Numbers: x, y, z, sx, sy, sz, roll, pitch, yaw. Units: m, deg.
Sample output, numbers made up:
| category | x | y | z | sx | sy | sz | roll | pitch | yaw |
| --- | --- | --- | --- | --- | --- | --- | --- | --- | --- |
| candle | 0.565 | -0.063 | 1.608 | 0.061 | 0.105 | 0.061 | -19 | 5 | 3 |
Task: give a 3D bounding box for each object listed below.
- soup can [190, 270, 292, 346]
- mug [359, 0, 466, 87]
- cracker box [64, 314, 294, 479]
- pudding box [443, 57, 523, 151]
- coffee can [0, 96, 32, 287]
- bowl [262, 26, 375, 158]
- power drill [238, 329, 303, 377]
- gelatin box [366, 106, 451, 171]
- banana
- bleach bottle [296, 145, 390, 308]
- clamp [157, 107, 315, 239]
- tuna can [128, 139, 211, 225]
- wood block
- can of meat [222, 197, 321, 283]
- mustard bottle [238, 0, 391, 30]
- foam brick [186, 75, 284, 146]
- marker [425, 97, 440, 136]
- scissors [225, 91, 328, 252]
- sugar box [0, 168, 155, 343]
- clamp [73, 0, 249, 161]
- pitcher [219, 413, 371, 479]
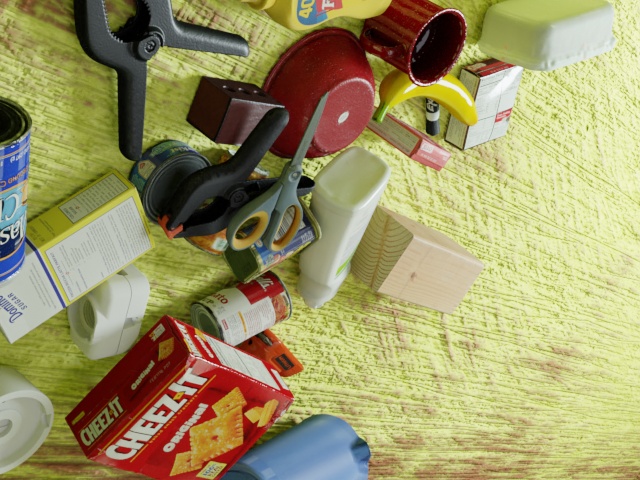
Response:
| category | x | y | z | sx | sy | sz | roll | pitch | yaw |
| --- | --- | --- | --- | --- | --- | --- | --- | --- | --- |
| soup can | -0.094 | 0.084 | 1.261 | 0.102 | 0.069 | 0.068 | -26 | 138 | -31 |
| mug | 0.093 | -0.225 | 1.178 | 0.117 | 0.082 | 0.093 | -25 | 137 | -34 |
| cracker box | -0.150 | 0.190 | 1.195 | 0.164 | 0.072 | 0.213 | -46 | 143 | 7 |
| pudding box | 0.213 | -0.180 | 1.394 | 0.089 | 0.039 | 0.113 | -20 | 133 | -36 |
| coffee can | -0.296 | -0.040 | 0.890 | 0.102 | 0.103 | 0.140 | -17 | 133 | -39 |
| bowl | 0.008 | -0.150 | 1.176 | 0.161 | 0.055 | 0.162 | -29 | 140 | -28 |
| power drill | -0.110 | 0.201 | 1.356 | 0.187 | 0.057 | 0.184 | -45 | 146 | -9 |
| gelatin box | 0.104 | -0.122 | 1.278 | 0.073 | 0.089 | 0.030 | 18 | 107 | -53 |
| banana | 0.128 | -0.174 | 1.269 | 0.197 | 0.037 | 0.070 | -4 | 114 | -45 |
| bleach bottle | 0.012 | 0.004 | 1.278 | 0.102 | 0.068 | 0.251 | -46 | 164 | -37 |
| clamp | -0.087 | -0.063 | 1.080 | 0.171 | 0.039 | 0.120 | -27 | 132 | -16 |
| tuna can | -0.154 | -0.059 | 1.093 | 0.086 | 0.034 | 0.086 | -29 | 139 | -29 |
| wood block | 0.123 | 0.027 | 1.434 | 0.205 | 0.090 | 0.091 | 20 | 106 | -54 |
| can of meat | -0.058 | 0.001 | 1.208 | 0.083 | 0.057 | 0.102 | -30 | 177 | -24 |
| mustard bottle | -0.007 | -0.259 | 1.057 | 0.191 | 0.058 | 0.096 | -20 | 133 | -37 |
| foam brick | -0.086 | -0.130 | 1.089 | 0.078 | 0.053 | 0.051 | 0 | 121 | -49 |
| marker | 0.139 | -0.178 | 1.329 | 0.020 | 0.020 | 0.121 | -34 | 142 | -23 |
| scissors | -0.046 | -0.058 | 1.069 | 0.096 | 0.016 | 0.202 | -19 | 141 | -27 |
| sugar box | -0.251 | 0.014 | 1.041 | 0.176 | 0.048 | 0.093 | -33 | 141 | -19 |
| clamp | -0.168 | -0.173 | 0.971 | 0.164 | 0.036 | 0.209 | -50 | 143 | -3 |
| pitcher | -0.054 | 0.327 | 1.438 | 0.242 | 0.145 | 0.149 | -8 | 123 | -60 |
